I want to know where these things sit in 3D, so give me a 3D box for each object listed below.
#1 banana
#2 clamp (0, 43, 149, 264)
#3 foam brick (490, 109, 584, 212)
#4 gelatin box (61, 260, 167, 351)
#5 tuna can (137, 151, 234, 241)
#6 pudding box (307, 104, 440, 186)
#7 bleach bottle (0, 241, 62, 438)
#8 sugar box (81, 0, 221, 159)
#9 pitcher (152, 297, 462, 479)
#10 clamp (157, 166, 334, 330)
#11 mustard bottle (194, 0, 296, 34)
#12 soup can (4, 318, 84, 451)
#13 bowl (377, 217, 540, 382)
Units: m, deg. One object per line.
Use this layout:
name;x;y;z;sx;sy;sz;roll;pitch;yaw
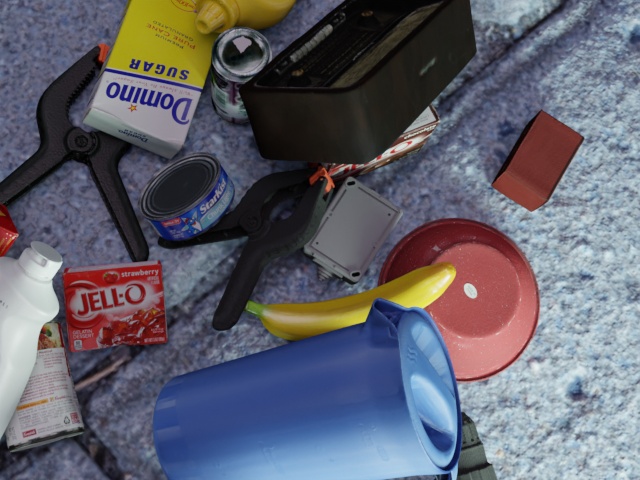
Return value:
banana;0.030;0.061;0.970;0.198;0.069;0.037;-13;65;12
clamp;-0.233;-0.084;0.992;0.164;0.036;0.210;7;77;-15
foam brick;0.211;-0.076;1.042;0.051;0.053;0.078;32;75;0
gelatin box;-0.185;0.059;0.963;0.089;0.030;0.073;-5;98;-8
tuna can;-0.122;-0.040;0.976;0.086;0.086;0.033;-43;128;-13
pudding box;0.048;-0.092;1.005;0.113;0.090;0.039;-25;82;-12
bleach bottle;-0.283;0.114;0.877;0.103;0.068;0.251;39;103;14
sugar box;-0.150;-0.175;1.002;0.093;0.048;0.176;22;68;-19
pitcher;-0.009;0.153;0.888;0.243;0.144;0.149;-15;65;23
clamp;-0.056;0.001;0.966;0.171;0.039;0.120;-31;68;7
mustard bottle;-0.061;-0.252;1.006;0.096;0.058;0.191;38;52;-2
soup can;-0.250;0.126;0.933;0.068;0.068;0.102;-14;81;-10
bowl;0.137;0.051;1.004;0.162;0.055;0.162;1;78;-6
